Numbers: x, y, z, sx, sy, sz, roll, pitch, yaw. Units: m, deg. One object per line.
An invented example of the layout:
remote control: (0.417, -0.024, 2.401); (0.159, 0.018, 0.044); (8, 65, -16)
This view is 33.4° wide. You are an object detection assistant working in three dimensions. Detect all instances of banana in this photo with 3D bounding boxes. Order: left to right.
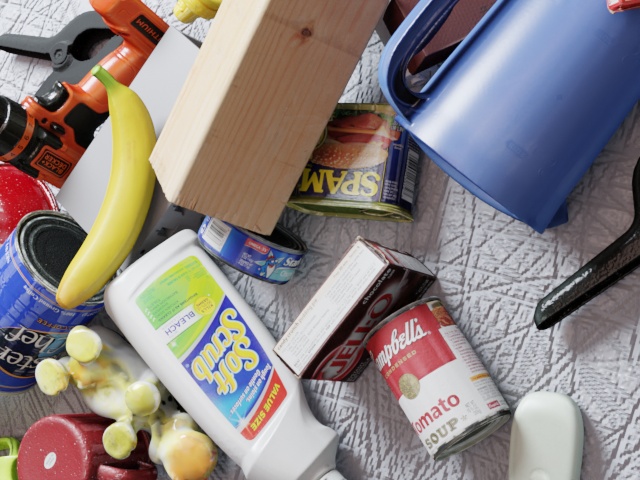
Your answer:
banana: (-0.170, -0.040, 0.874); (0.037, 0.069, 0.198); (8, 90, 64)

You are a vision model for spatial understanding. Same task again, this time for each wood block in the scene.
wood block: (-0.042, -0.121, 0.812); (0.206, 0.090, 0.090); (-62, 29, 16)

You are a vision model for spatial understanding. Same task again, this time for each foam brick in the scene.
foam brick: (0.094, -0.168, 0.803); (0.078, 0.051, 0.053); (-26, 87, -10)

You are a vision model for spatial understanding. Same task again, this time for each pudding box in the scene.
pudding box: (0.027, 0.055, 0.810); (0.039, 0.089, 0.113); (41, 102, 27)

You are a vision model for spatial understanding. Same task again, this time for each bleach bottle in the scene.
bleach bottle: (-0.063, 0.110, 0.860); (0.102, 0.068, 0.251); (-37, 69, -21)

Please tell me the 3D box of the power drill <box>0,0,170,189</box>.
power drill: (-0.219, -0.140, 0.927); (0.188, 0.184, 0.057); (-48, 54, 5)

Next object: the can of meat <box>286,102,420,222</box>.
can of meat: (0.028, -0.062, 0.845); (0.102, 0.057, 0.084); (6, 83, 28)

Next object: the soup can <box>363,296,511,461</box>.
soup can: (0.085, 0.102, 0.785); (0.069, 0.068, 0.102); (-38, 68, 18)

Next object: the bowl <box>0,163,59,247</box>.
bowl: (-0.328, 0.000, 1.028); (0.162, 0.055, 0.162); (-4, 81, 27)

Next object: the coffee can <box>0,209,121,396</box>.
coffee can: (-0.256, 0.056, 0.940); (0.140, 0.102, 0.103); (-45, 65, 28)

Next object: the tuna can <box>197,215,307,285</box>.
tuna can: (-0.056, 0.001, 0.864); (0.086, 0.086, 0.034); (34, 103, 27)

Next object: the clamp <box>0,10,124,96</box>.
clamp: (-0.241, -0.159, 1.012); (0.172, 0.039, 0.120); (-12, 79, 26)

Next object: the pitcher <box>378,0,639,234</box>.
pitcher: (0.165, -0.140, 0.736); (0.145, 0.149, 0.243); (41, 99, 25)

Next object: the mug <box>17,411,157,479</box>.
mug: (-0.195, 0.192, 0.915); (0.117, 0.081, 0.093); (10, 88, 29)
